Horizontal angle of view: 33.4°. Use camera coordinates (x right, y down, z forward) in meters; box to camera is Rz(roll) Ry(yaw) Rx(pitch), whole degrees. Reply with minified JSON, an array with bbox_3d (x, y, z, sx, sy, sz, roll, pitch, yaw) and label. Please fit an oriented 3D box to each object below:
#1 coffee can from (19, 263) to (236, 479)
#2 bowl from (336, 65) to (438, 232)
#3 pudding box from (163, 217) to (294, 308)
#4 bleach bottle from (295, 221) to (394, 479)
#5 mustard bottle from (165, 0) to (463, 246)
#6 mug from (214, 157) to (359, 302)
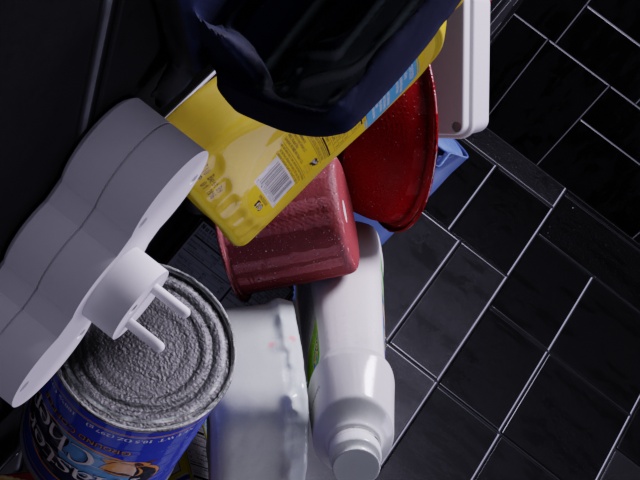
[{"bbox_3d":[-0.117,0.090,0.630,0.102,0.103,0.140,-50,176,-37],"label":"coffee can"},{"bbox_3d":[0.029,-0.084,0.780,0.055,0.162,0.162,-3,157,-18],"label":"bowl"},{"bbox_3d":[-0.087,0.054,0.791,0.113,0.090,0.039,-51,175,-12],"label":"pudding box"},{"bbox_3d":[0.017,0.082,0.730,0.251,0.068,0.102,-93,-175,-62],"label":"bleach bottle"},{"bbox_3d":[0.005,-0.085,0.537,0.191,0.058,0.096,-43,154,-5],"label":"mustard bottle"},{"bbox_3d":[-0.020,-0.015,0.728,0.081,0.093,0.117,-11,-161,8],"label":"mug"}]
